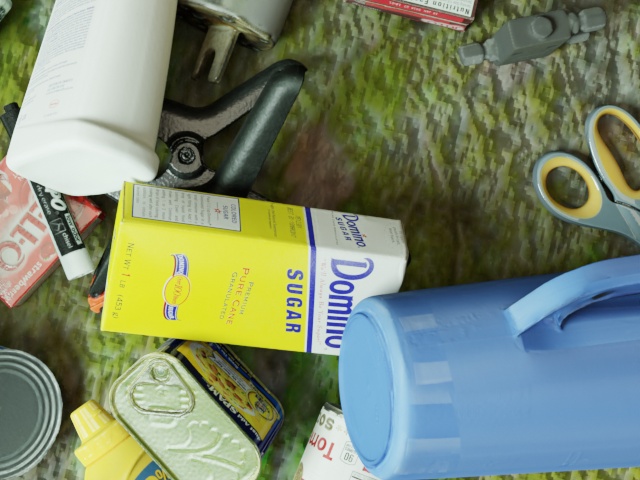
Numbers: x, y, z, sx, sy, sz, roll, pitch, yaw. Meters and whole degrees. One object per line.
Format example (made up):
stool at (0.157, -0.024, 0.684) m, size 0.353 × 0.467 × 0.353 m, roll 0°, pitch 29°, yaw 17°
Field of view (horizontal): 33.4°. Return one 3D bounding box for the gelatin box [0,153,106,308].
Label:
gelatin box at (-0.201, -0.011, 0.715) m, size 0.073 × 0.030 × 0.089 m, roll 43°, pitch 86°, yaw -1°

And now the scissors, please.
scissors at (0.214, 0.006, 0.745) m, size 0.096 × 0.016 × 0.202 m, roll -18°, pitch 89°, yaw -2°

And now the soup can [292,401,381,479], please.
soup can at (0.014, 0.166, 0.701) m, size 0.068 × 0.068 × 0.102 m, roll 22°, pitch 86°, yaw -2°

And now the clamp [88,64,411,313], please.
clamp at (-0.055, 0.001, 0.699) m, size 0.210 × 0.036 × 0.164 m, roll -31°, pitch 117°, yaw 15°

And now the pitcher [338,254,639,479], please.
pitcher at (0.142, 0.074, 0.647) m, size 0.242 × 0.145 × 0.149 m, roll -3°, pitch 97°, yaw -17°

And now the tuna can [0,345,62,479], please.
tuna can at (-0.213, 0.110, 0.687) m, size 0.085 × 0.034 × 0.086 m, roll -3°, pitch 95°, yaw -39°

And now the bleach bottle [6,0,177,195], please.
bleach bottle at (-0.127, -0.157, 0.679) m, size 0.068 × 0.103 × 0.251 m, roll 25°, pitch 67°, yaw -40°

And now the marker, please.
marker at (-0.178, -0.033, 0.692) m, size 0.020 × 0.020 × 0.121 m, roll -23°, pitch 89°, yaw -4°

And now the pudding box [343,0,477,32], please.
pudding box at (0.072, -0.209, 0.735) m, size 0.090 × 0.039 × 0.113 m, roll 14°, pitch 89°, yaw -4°

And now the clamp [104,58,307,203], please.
clamp at (-0.083, -0.068, 0.719) m, size 0.171 × 0.039 × 0.120 m, roll 5°, pitch 88°, yaw -7°

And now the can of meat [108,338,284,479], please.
can of meat at (-0.075, 0.108, 0.685) m, size 0.057 × 0.084 × 0.102 m, roll -42°, pitch 91°, yaw 15°

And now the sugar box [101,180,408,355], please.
sugar box at (-0.042, 0.022, 0.662) m, size 0.176 × 0.048 × 0.093 m, roll 9°, pitch 130°, yaw -12°

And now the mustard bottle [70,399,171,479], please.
mustard bottle at (-0.097, 0.184, 0.684) m, size 0.058 × 0.096 × 0.191 m, roll -37°, pitch 89°, yaw 38°
